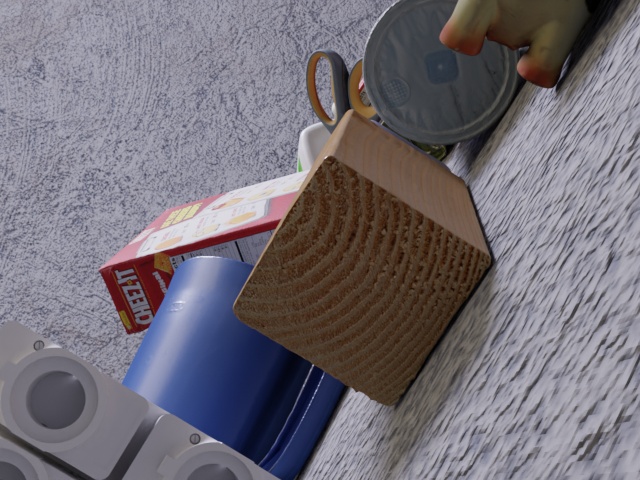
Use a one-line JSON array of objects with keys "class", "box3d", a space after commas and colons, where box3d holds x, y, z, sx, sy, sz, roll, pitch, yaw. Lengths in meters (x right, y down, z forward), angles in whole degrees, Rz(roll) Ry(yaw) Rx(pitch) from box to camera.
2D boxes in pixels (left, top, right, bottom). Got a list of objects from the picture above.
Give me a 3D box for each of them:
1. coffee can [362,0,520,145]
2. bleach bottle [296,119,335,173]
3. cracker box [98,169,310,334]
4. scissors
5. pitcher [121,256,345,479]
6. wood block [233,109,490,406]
[{"class": "coffee can", "box3d": [0.083, -0.127, 0.761, 0.103, 0.103, 0.140, -58, 3, 12]}, {"class": "bleach bottle", "box3d": [0.007, -0.024, 1.149, 0.068, 0.102, 0.251, -15, -24, -13]}, {"class": "cracker box", "box3d": [-0.056, 0.001, 0.915, 0.214, 0.072, 0.164, -15, 15, 18]}, {"class": "scissors", "box3d": [0.040, -0.079, 0.963, 0.096, 0.202, 0.016, -13, 7, 37]}, {"class": "pitcher", "box3d": [-0.080, 0.139, 0.696, 0.149, 0.145, 0.242, 103, -169, -59]}, {"class": "wood block", "box3d": [0.025, -0.002, 0.583, 0.090, 0.091, 0.206, -58, 3, 13]}]
